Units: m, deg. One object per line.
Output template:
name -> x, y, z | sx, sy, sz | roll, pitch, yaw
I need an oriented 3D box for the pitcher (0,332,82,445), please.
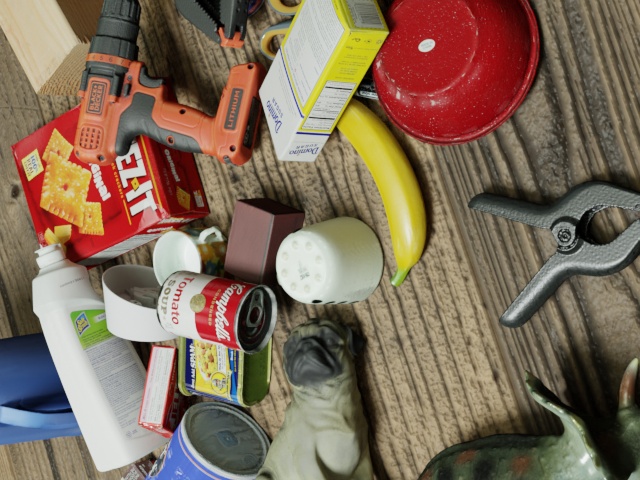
pitcher -> -0.359, 0.175, 1.208 | 0.149, 0.242, 0.145 | -34, 73, 27

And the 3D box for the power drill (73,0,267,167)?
power drill -> -0.152, -0.157, 1.088 | 0.188, 0.057, 0.184 | 10, 91, 12

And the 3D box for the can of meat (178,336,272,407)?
can of meat -> -0.100, 0.119, 1.123 | 0.084, 0.057, 0.102 | 8, 100, 34

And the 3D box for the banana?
banana -> 0.057, -0.058, 0.998 | 0.070, 0.037, 0.198 | -24, 80, 35

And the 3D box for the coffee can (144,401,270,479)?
coffee can -> -0.128, 0.255, 1.130 | 0.103, 0.102, 0.140 | 46, 119, 24

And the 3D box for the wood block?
wood block -> -0.311, -0.273, 1.218 | 0.090, 0.090, 0.206 | -41, 71, 32

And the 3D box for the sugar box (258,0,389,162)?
sugar box -> -0.001, -0.162, 0.983 | 0.176, 0.048, 0.093 | 120, 141, -49

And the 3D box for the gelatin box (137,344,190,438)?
gelatin box -> -0.164, 0.163, 1.146 | 0.030, 0.073, 0.089 | 3, 72, 12

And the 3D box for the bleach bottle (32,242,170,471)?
bleach bottle -> -0.249, 0.121, 1.183 | 0.068, 0.102, 0.251 | -22, 91, 33

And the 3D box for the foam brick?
foam brick -> -0.057, 0.001, 1.081 | 0.051, 0.052, 0.078 | 21, 106, 33

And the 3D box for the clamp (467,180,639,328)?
clamp -> 0.207, 0.008, 0.892 | 0.172, 0.039, 0.120 | -10, 90, 37

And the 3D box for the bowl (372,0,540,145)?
bowl -> 0.104, -0.166, 0.924 | 0.162, 0.055, 0.162 | -2, 85, 31

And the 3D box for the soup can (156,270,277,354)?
soup can -> -0.103, 0.069, 1.056 | 0.102, 0.068, 0.068 | 10, 101, 31

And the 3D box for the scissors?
scissors -> 0.019, -0.230, 1.022 | 0.202, 0.016, 0.096 | -15, 84, 34

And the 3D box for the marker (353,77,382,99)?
marker -> 0.076, -0.136, 0.987 | 0.121, 0.020, 0.020 | 16, 105, 35

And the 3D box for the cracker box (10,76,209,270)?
cracker box -> -0.242, -0.070, 1.200 | 0.214, 0.071, 0.164 | -22, 82, 36

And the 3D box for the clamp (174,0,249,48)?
clamp -> -0.128, -0.286, 1.068 | 0.165, 0.036, 0.210 | -18, 85, 36
